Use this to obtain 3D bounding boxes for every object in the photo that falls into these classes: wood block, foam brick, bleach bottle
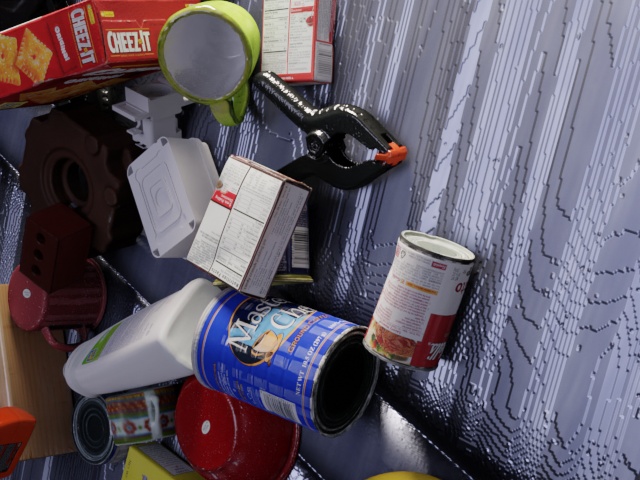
[{"bbox_3d":[-0.365,0.162,1.288,0.090,0.090,0.206,-18,77,40],"label":"wood block"},{"bbox_3d":[-0.291,0.008,1.173,0.053,0.051,0.078,33,126,23],"label":"foam brick"},{"bbox_3d":[-0.201,0.115,1.150,0.251,0.102,0.068,-21,117,47],"label":"bleach bottle"}]

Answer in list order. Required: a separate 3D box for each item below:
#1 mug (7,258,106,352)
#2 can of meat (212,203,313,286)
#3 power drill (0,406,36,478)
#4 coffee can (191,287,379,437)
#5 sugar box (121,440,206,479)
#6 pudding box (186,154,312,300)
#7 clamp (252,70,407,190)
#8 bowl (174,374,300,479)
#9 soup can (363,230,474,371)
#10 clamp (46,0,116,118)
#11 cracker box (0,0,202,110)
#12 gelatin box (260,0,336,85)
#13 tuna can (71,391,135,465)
[{"bbox_3d":[-0.306,0.075,1.241,0.093,0.081,0.117,-30,70,38],"label":"mug"},{"bbox_3d":[-0.057,0.001,1.036,0.102,0.057,0.084,-5,83,41],"label":"can of meat"},{"bbox_3d":[-0.392,0.165,1.215,0.188,0.057,0.185,49,123,34],"label":"power drill"},{"bbox_3d":[-0.032,0.107,0.969,0.141,0.102,0.103,16,100,33],"label":"coffee can"},{"bbox_3d":[-0.143,0.292,1.116,0.176,0.048,0.093,26,107,40],"label":"sugar box"},{"bbox_3d":[-0.067,-0.013,0.976,0.090,0.039,0.113,27,97,45],"label":"pudding box"},{"bbox_3d":[-0.001,-0.081,0.993,0.172,0.039,0.120,24,124,33],"label":"clamp"},{"bbox_3d":[-0.096,0.182,1.070,0.162,0.055,0.162,0,90,42],"label":"bowl"},{"bbox_3d":[0.083,0.050,0.901,0.069,0.068,0.102,29,108,38],"label":"soup can"},{"bbox_3d":[-0.277,-0.196,1.247,0.165,0.036,0.210,19,105,43],"label":"clamp"},{"bbox_3d":[-0.246,-0.190,1.098,0.214,0.163,0.072,-9,97,34],"label":"cracker box"},{"bbox_3d":[-0.021,-0.194,1.023,0.073,0.030,0.089,5,93,43],"label":"gelatin box"},{"bbox_3d":[-0.247,0.213,1.219,0.086,0.033,0.086,-1,89,42],"label":"tuna can"}]
